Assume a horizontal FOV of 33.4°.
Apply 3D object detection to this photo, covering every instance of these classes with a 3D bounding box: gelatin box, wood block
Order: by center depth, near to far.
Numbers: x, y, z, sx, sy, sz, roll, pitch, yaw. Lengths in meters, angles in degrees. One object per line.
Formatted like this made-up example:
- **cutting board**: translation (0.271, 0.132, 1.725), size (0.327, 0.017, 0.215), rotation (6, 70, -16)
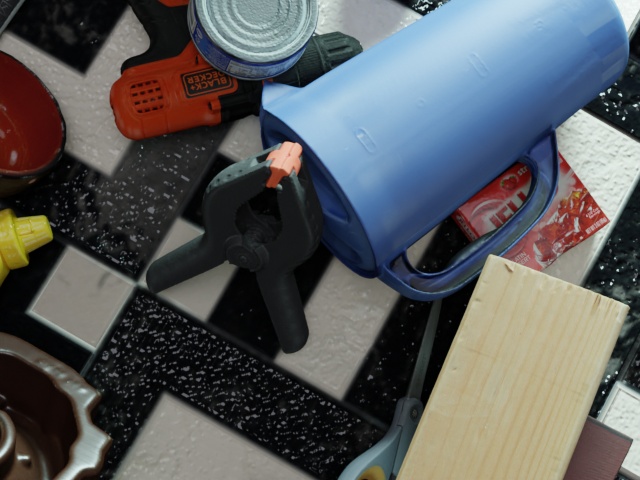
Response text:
- **wood block**: translation (0.109, 0.126, 0.662), size (0.091, 0.090, 0.206), rotation (22, 81, 16)
- **gelatin box**: translation (0.149, -0.016, 0.766), size (0.089, 0.030, 0.073), rotation (-34, 85, -8)

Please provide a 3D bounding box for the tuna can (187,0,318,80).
- **tuna can**: translation (-0.045, -0.153, 0.715), size (0.086, 0.034, 0.086), rotation (2, 79, -13)

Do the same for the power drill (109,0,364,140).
- **power drill**: translation (-0.075, -0.175, 0.759), size (0.184, 0.057, 0.188), rotation (-15, 82, -13)

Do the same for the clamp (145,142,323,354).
- **clamp**: translation (-0.055, 0.001, 0.697), size (0.120, 0.172, 0.039), rotation (14, 42, 1)

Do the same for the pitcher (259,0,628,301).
- **pitcher**: translation (0.093, -0.084, 0.724), size (0.242, 0.145, 0.149), rotation (-35, 126, -12)

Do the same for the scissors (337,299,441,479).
- **scissors**: translation (0.047, 0.123, 0.721), size (0.096, 0.016, 0.202), rotation (13, 80, -46)
